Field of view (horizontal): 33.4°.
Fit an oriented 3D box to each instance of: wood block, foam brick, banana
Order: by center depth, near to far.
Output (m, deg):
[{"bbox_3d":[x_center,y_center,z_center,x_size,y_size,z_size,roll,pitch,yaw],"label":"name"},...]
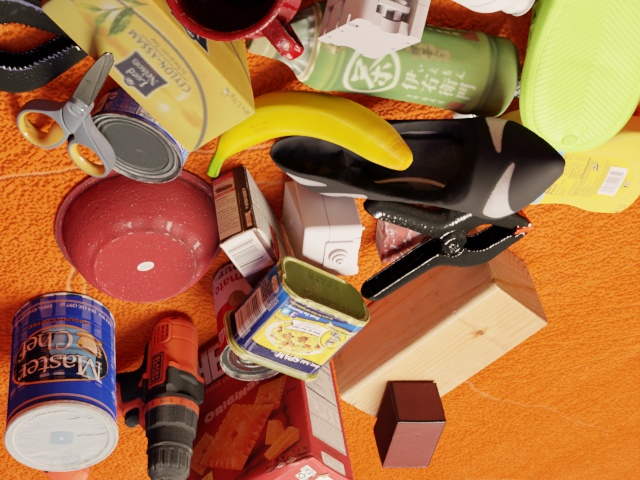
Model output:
[{"bbox_3d":[-0.012,-0.090,0.880,0.198,0.037,0.069,0,101,34],"label":"banana"},{"bbox_3d":[0.090,0.188,1.084,0.051,0.053,0.078,2,133,-13],"label":"foam brick"},{"bbox_3d":[0.117,0.093,1.099,0.206,0.090,0.090,-39,128,24],"label":"wood block"}]

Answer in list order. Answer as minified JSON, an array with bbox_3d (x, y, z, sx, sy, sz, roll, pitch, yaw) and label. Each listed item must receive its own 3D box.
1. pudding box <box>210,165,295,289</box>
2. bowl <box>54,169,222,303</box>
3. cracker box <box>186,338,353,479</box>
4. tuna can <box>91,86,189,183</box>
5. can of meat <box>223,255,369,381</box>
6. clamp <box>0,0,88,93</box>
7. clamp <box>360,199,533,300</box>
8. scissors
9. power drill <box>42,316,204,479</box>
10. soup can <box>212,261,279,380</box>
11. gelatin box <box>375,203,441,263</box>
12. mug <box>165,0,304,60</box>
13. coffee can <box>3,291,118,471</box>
[{"bbox_3d":[-0.056,0.001,0.972,0.039,0.090,0.113,-23,134,8],"label":"pudding box"},{"bbox_3d":[-0.162,0.007,0.980,0.162,0.055,0.162,-6,134,-7],"label":"bowl"},{"bbox_3d":[-0.065,0.179,1.057,0.164,0.214,0.072,-34,129,20],"label":"cracker box"},{"bbox_3d":[-0.149,-0.087,0.881,0.086,0.033,0.086,15,148,9],"label":"tuna can"},{"bbox_3d":[-0.020,0.069,0.940,0.102,0.057,0.084,24,124,-31],"label":"can of meat"},{"bbox_3d":[-0.273,-0.144,0.821,0.209,0.036,0.165,-1,134,-12],"label":"clamp"},{"bbox_3d":[0.112,0.004,1.002,0.171,0.039,0.120,-2,136,-15],"label":"clamp"},{"bbox_3d":[-0.174,-0.091,0.825,0.096,0.016,0.202,41,152,-27],"label":"scissors"},{"bbox_3d":[-0.196,0.184,1.070,0.188,0.184,0.057,-27,134,27],"label":"power drill"},{"bbox_3d":[-0.068,0.075,1.033,0.068,0.102,0.068,-6,135,-6],"label":"soup can"},{"bbox_3d":[0.093,-0.020,1.024,0.073,0.030,0.089,-6,135,-7],"label":"gelatin box"},{"bbox_3d":[-0.050,-0.178,0.765,0.093,0.081,0.117,-40,89,13],"label":"mug"},{"bbox_3d":[-0.248,0.135,1.026,0.102,0.140,0.103,-6,135,-6],"label":"coffee can"}]
